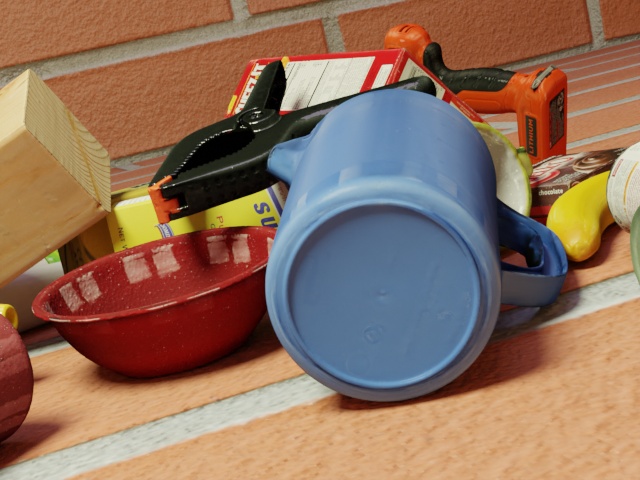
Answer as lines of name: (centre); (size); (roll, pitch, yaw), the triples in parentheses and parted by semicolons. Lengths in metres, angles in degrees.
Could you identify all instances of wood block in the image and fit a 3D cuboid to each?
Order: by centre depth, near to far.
wood block: (-0.256, -0.014, 0.753); (0.206, 0.090, 0.091); (-33, 33, 10)

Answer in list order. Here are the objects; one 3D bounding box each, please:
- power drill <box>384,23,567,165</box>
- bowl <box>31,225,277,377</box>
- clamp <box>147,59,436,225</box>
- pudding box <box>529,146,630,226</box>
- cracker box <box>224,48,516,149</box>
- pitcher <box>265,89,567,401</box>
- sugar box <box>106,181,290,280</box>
power drill: (0.148, -0.116, 1.060); (0.188, 0.184, 0.057); (15, 41, 30)
bowl: (-0.093, 0.041, 0.665); (0.162, 0.055, 0.162); (-13, 15, 3)
clamp: (-0.030, -0.073, 0.740); (0.165, 0.036, 0.209); (8, 36, 37)
pudding box: (0.192, -0.041, 0.842); (0.113, 0.039, 0.090); (-21, 12, -41)
cracker box: (0.042, -0.088, 0.919); (0.164, 0.072, 0.214); (34, -15, -35)
pitcher: (0.048, -0.002, 0.589); (0.149, 0.145, 0.242); (-25, 11, 11)
sugar box: (-0.055, 0.001, 0.761); (0.176, 0.093, 0.048); (-13, 10, 3)
